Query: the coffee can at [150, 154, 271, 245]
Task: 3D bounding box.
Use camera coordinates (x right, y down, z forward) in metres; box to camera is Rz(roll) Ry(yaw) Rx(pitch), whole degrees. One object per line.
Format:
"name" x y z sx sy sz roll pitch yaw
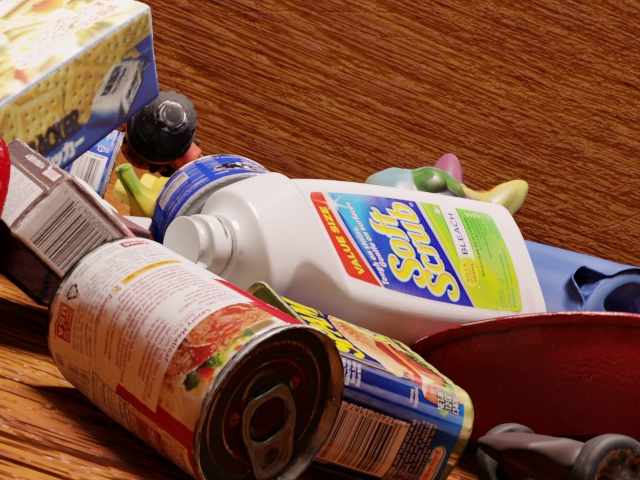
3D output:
"coffee can" -0.055 0.001 0.688 0.102 0.103 0.140 20 4 -15

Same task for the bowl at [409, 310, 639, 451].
"bowl" 0.128 0.086 0.584 0.162 0.055 0.162 0 -19 0

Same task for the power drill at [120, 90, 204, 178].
"power drill" -0.077 -0.040 0.835 0.187 0.057 0.185 45 -10 -10

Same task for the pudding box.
"pudding box" -0.107 0.009 0.505 0.113 0.039 0.090 52 -14 -31

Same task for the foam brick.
"foam brick" -0.141 0.003 0.590 0.052 0.051 0.078 16 7 -41

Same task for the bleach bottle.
"bleach bottle" 0.023 0.018 0.588 0.250 0.102 0.068 5 -26 -46

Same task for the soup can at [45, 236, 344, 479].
"soup can" -0.050 0.045 0.404 0.102 0.068 0.068 25 6 41

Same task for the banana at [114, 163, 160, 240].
"banana" -0.124 -0.016 0.830 0.037 0.069 0.198 -19 -4 -7

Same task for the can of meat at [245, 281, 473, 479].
"can of meat" 0.008 0.068 0.477 0.083 0.057 0.102 23 6 -24
